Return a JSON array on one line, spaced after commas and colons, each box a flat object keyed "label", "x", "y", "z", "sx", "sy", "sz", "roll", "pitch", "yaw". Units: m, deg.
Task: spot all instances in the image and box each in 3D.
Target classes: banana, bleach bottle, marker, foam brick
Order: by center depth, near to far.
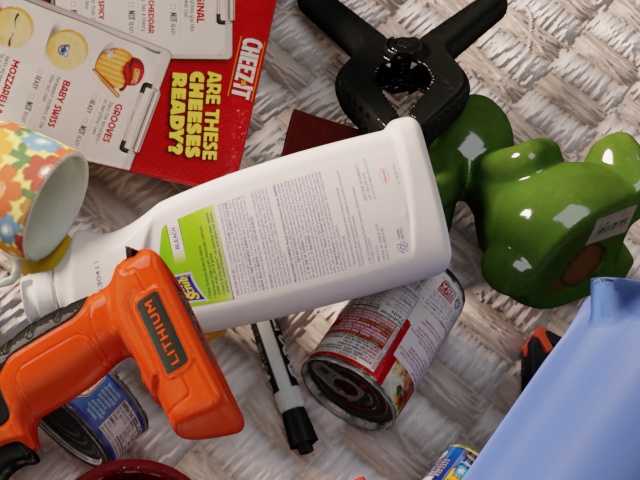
[{"label": "bleach bottle", "x": -0.054, "y": 0.001, "z": 0.644, "sx": 0.250, "sy": 0.068, "sz": 0.102, "roll": -12, "pitch": 80, "yaw": -6}, {"label": "banana", "x": -0.151, "y": 0.011, "z": 0.686, "sx": 0.198, "sy": 0.037, "sz": 0.069, "roll": 39, "pitch": 62, "yaw": 9}, {"label": "marker", "x": -0.027, "y": 0.080, "z": 0.690, "sx": 0.020, "sy": 0.020, "sz": 0.121, "roll": -11, "pitch": 65, "yaw": -20}, {"label": "foam brick", "x": 0.008, "y": -0.048, "z": 0.752, "sx": 0.078, "sy": 0.051, "sz": 0.053, "roll": 17, "pitch": 60, "yaw": -4}]

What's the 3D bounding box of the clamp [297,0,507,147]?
[{"label": "clamp", "x": 0.050, "y": -0.132, "z": 0.780, "sx": 0.164, "sy": 0.036, "sz": 0.210, "roll": 6, "pitch": 43, "yaw": 8}]

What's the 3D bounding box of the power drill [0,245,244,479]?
[{"label": "power drill", "x": -0.137, "y": 0.100, "z": 0.530, "sx": 0.187, "sy": 0.057, "sz": 0.184, "roll": -25, "pitch": 66, "yaw": -5}]

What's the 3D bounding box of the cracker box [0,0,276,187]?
[{"label": "cracker box", "x": -0.145, "y": -0.134, "z": 0.705, "sx": 0.213, "sy": 0.072, "sz": 0.164, "roll": 12, "pitch": 99, "yaw": -9}]

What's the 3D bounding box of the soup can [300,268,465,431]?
[{"label": "soup can", "x": 0.042, "y": 0.062, "z": 0.689, "sx": 0.068, "sy": 0.069, "sz": 0.102, "roll": 33, "pitch": 59, "yaw": 5}]

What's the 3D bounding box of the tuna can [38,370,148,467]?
[{"label": "tuna can", "x": -0.142, "y": 0.092, "z": 0.616, "sx": 0.086, "sy": 0.086, "sz": 0.033, "roll": 38, "pitch": 61, "yaw": 8}]
